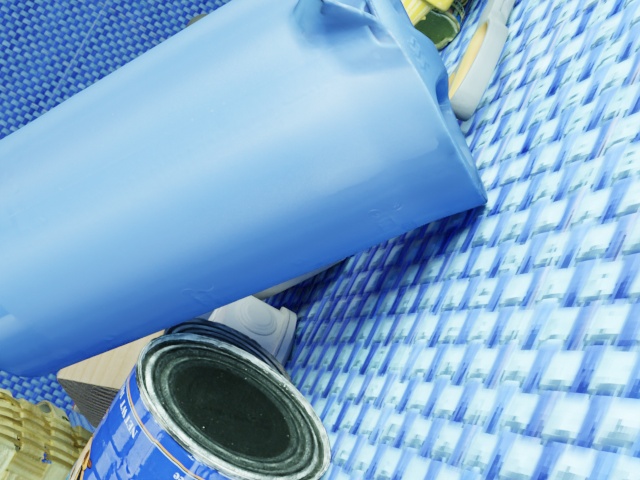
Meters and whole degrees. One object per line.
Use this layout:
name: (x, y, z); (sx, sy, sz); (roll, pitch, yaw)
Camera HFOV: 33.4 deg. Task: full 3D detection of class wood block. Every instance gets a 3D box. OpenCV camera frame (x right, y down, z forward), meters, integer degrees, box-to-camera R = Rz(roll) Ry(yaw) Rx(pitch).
wood block: (-0.140, 0.065, 0.957); (0.091, 0.090, 0.206); (71, -147, -50)

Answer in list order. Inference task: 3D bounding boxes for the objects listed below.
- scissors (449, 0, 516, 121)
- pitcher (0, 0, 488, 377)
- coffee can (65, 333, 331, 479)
scissors: (0.093, -0.116, 0.617); (0.096, 0.016, 0.201); (-59, 3, 40)
pitcher: (-0.051, -0.026, 0.499); (0.243, 0.149, 0.145); (-25, 20, 13)
coffee can: (-0.074, 0.131, 0.516); (0.140, 0.102, 0.103); (-57, 11, 20)
